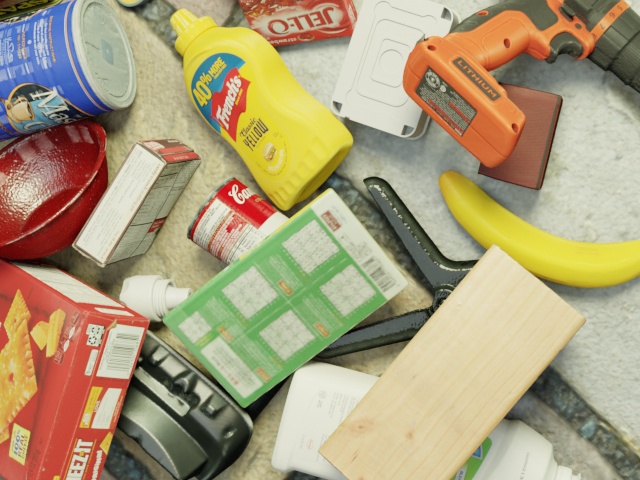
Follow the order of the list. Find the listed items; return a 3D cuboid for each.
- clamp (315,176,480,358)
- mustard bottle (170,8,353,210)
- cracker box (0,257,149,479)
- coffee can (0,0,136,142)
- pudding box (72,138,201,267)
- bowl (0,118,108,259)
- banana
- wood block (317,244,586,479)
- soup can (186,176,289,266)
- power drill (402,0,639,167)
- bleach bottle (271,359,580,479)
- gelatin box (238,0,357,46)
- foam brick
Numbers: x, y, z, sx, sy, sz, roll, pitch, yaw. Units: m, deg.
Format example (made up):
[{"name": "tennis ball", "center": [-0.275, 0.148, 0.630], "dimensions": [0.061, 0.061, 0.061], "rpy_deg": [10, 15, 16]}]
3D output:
[{"name": "clamp", "center": [0.104, 0.042, 0.905], "dimensions": [0.210, 0.036, 0.164], "rpy_deg": [13, 96, 11]}, {"name": "mustard bottle", "center": [-0.062, -0.124, 0.916], "dimensions": [0.191, 0.058, 0.096], "rpy_deg": [50, 137, 7]}, {"name": "cracker box", "center": [-0.256, 0.109, 0.932], "dimensions": [0.214, 0.072, 0.164], "rpy_deg": [22, 95, 43]}, {"name": "coffee can", "center": [-0.249, -0.150, 0.947], "dimensions": [0.140, 0.102, 0.103], "rpy_deg": [-13, 92, 15]}, {"name": "pudding box", "center": [-0.160, -0.035, 0.940], "dimensions": [0.039, 0.090, 0.113], "rpy_deg": [34, 103, 8]}, {"name": "bowl", "center": [-0.248, -0.036, 0.954], "dimensions": [0.162, 0.162, 0.055], "rpy_deg": [-19, 130, 15]}, {"name": "banana", "center": [0.187, -0.003, 0.882], "dimensions": [0.198, 0.037, 0.069], "rpy_deg": [15, 79, 12]}, {"name": "wood block", "center": [0.103, 0.112, 0.833], "dimensions": [0.090, 0.090, 0.206], "rpy_deg": [40, 91, 9]}, {"name": "soup can", "center": [-0.056, 0.001, 0.927], "dimensions": [0.102, 0.068, 0.068], "rpy_deg": [37, 103, 8]}, {"name": "power drill", "center": [0.168, -0.137, 0.813], "dimensions": [0.184, 0.057, 0.187], "rpy_deg": [43, 60, 12]}, {"name": "bleach bottle", "center": [0.091, 0.182, 0.908], "dimensions": [0.251, 0.068, 0.102], "rpy_deg": [16, 98, 11]}, {"name": "gelatin box", "center": [-0.019, -0.199, 0.896], "dimensions": [0.089, 0.073, 0.030], "rpy_deg": [-4, 59, 15]}, {"name": "foam brick", "center": [0.164, -0.085, 0.870], "dimensions": [0.051, 0.053, 0.078], "rpy_deg": [14, 97, 13]}]
